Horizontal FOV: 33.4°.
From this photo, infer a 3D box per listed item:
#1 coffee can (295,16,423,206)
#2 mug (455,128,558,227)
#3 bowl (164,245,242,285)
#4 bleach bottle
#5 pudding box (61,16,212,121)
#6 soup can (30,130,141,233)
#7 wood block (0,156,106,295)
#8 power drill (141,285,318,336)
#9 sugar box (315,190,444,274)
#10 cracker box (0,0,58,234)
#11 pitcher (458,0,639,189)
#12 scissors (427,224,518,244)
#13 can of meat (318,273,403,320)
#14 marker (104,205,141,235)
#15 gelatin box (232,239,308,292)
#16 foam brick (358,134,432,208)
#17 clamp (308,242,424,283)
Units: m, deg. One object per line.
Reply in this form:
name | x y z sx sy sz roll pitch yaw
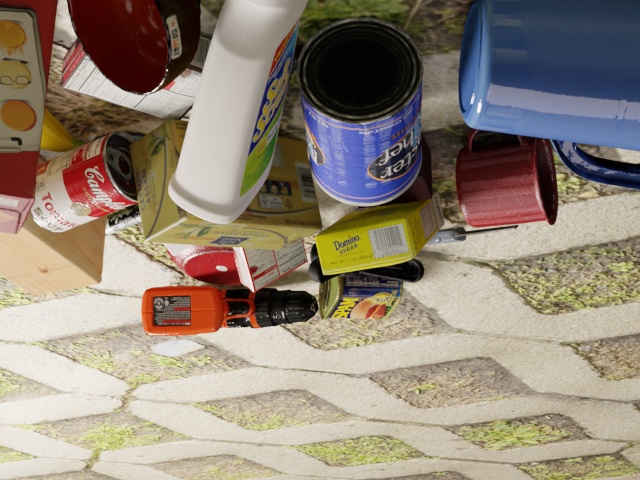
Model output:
coffee can | 0.036 -0.106 0.909 0.103 0.103 0.140 -2 154 4
mug | 0.176 -0.066 1.028 0.082 0.093 0.117 -7 123 23
bowl | -0.107 0.007 1.197 0.162 0.055 0.162 0 154 0
bleach bottle | -0.058 -0.132 0.826 0.068 0.102 0.251 27 138 7
pudding box | -0.150 -0.147 0.897 0.113 0.039 0.090 17 151 -28
soup can | -0.215 -0.053 0.986 0.102 0.068 0.068 -19 149 26
wood block | -0.310 -0.027 1.082 0.091 0.090 0.206 -10 152 16
power drill | -0.114 0.083 1.284 0.185 0.057 0.187 -5 174 20
sugar box | 0.064 -0.011 1.073 0.093 0.048 0.176 -10 -169 17
cracker box | -0.275 -0.122 0.742 0.164 0.213 0.072 10 152 -21
pitcher | 0.235 -0.124 0.844 0.243 0.149 0.145 4 175 -2
scissors | 0.152 -0.007 1.150 0.202 0.016 0.096 -7 179 43
can of meat | 0.049 0.060 1.308 0.083 0.057 0.102 2 155 -13
marker | -0.214 -0.023 1.173 0.121 0.020 0.020 -19 149 33
gelatin box | -0.057 0.002 1.138 0.073 0.030 0.089 -31 131 -21
foam brick | 0.067 -0.069 1.044 0.078 0.053 0.051 -8 153 14
clamp | 0.025 0.021 1.151 0.120 0.039 0.172 5 -176 -21
